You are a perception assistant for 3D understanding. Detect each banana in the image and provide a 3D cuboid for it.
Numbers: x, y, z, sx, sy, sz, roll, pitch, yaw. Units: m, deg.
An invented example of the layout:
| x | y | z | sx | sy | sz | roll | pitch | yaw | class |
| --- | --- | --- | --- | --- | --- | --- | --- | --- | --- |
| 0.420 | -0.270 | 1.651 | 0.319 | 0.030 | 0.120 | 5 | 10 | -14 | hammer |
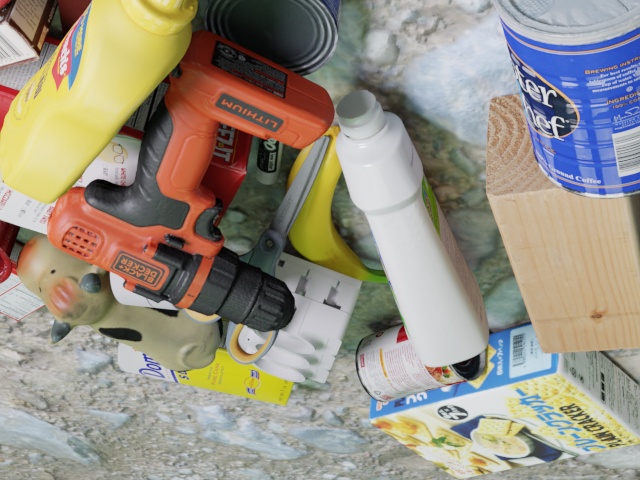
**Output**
| x | y | z | sx | sy | sz | roll | pitch | yaw | class |
| --- | --- | --- | --- | --- | --- | --- | --- | --- | --- |
| 0.005 | -0.020 | 0.850 | 0.069 | 0.037 | 0.197 | -18 | 144 | 2 | banana |

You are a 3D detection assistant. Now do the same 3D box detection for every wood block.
| x | y | z | sx | sy | sz | roll | pitch | yaw | class |
| --- | --- | --- | --- | --- | --- | --- | --- | --- | --- |
| 0.186 | -0.009 | 0.772 | 0.091 | 0.090 | 0.206 | -6 | 143 | 19 | wood block |

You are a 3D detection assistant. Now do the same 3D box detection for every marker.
| x | y | z | sx | sy | sz | roll | pitch | yaw | class |
| --- | --- | --- | --- | --- | --- | --- | --- | --- | --- |
| -0.034 | -0.084 | 0.778 | 0.020 | 0.020 | 0.121 | 10 | 146 | -1 | marker |

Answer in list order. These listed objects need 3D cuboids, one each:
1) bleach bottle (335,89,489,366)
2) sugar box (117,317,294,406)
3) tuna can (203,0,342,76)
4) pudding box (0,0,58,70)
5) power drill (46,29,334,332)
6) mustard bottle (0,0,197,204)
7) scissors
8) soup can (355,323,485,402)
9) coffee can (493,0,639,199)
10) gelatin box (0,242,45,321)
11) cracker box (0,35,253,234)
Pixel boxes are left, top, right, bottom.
| x | y | z | sx | sy | sz | roll | pitch | yaw | class |
| --- | --- | --- | --- | --- | --- | --- | --- | --- | --- |
| 0.064 | -0.015 | 0.802 | 0.068 | 0.102 | 0.250 | -19 | 133 | 9 | bleach bottle |
| -0.110 | 0.111 | 1.056 | 0.176 | 0.048 | 0.093 | 10 | 146 | -3 | sugar box |
| -0.029 | -0.144 | 0.677 | 0.086 | 0.033 | 0.086 | 6 | 146 | 4 | tuna can |
| -0.219 | -0.145 | 0.671 | 0.114 | 0.090 | 0.039 | -7 | 145 | 21 | pudding box |
| -0.067 | -0.030 | 0.707 | 0.184 | 0.057 | 0.188 | 24 | 121 | -17 | power drill |
| -0.123 | -0.101 | 0.612 | 0.058 | 0.096 | 0.192 | 28 | 143 | -23 | mustard bottle |
| -0.055 | 0.001 | 0.815 | 0.096 | 0.016 | 0.202 | 20 | 114 | 17 | scissors |
| 0.091 | 0.107 | 0.981 | 0.102 | 0.068 | 0.068 | -22 | 135 | 38 | soup can |
| 0.164 | -0.106 | 0.624 | 0.103 | 0.102 | 0.140 | -5 | 143 | 20 | coffee can |
| -0.291 | 0.037 | 1.005 | 0.073 | 0.030 | 0.089 | 32 | 140 | -32 | gelatin box |
| -0.173 | -0.066 | 0.792 | 0.213 | 0.072 | 0.164 | 17 | 146 | -13 | cracker box |
